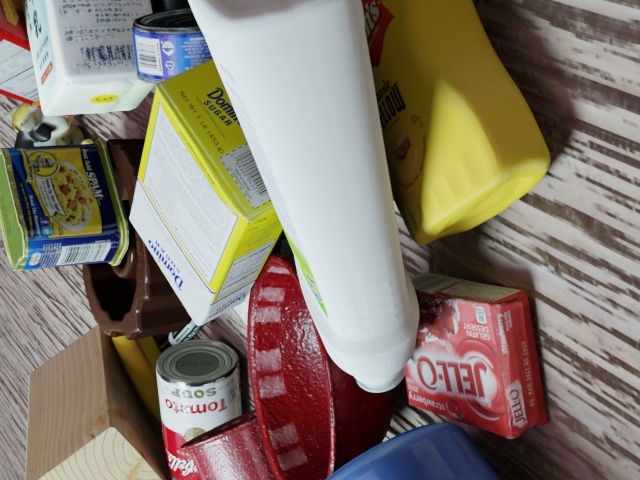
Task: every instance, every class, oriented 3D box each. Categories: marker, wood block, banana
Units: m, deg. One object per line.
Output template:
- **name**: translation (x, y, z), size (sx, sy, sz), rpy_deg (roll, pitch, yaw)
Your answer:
- **marker**: translation (-0.115, 0.075, 0.919), size (0.020, 0.020, 0.121), rpy_deg (66, 150, 12)
- **wood block**: translation (-0.199, 0.170, 0.951), size (0.090, 0.091, 0.206), rpy_deg (55, 180, -24)
- **banana**: translation (-0.159, 0.117, 0.981), size (0.198, 0.037, 0.069), rpy_deg (53, 168, 35)

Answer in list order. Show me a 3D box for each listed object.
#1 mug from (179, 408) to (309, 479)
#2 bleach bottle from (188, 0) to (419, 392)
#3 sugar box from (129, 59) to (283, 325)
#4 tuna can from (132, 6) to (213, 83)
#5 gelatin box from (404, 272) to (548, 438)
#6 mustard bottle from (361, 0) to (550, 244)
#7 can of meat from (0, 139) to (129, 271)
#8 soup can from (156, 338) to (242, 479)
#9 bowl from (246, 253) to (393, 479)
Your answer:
- **mug**: translation (-0.037, 0.165, 0.768), size (0.117, 0.093, 0.081), rpy_deg (-28, 85, 49)
- **bleach bottle**: translation (0.003, -0.023, 0.520), size (0.102, 0.068, 0.251), rpy_deg (-115, 6, -50)
- **sugar box**: translation (-0.068, -0.021, 0.641), size (0.093, 0.048, 0.176), rpy_deg (56, 158, 11)
- **tuna can**: translation (-0.070, -0.119, 0.643), size (0.086, 0.086, 0.034), rpy_deg (26, 126, 53)
- **gelatin box**: translation (0.077, 0.060, 0.572), size (0.089, 0.030, 0.073), rpy_deg (10, 113, 58)
- **mustard bottle**: translation (0.040, -0.100, 0.526), size (0.192, 0.058, 0.096), rpy_deg (67, 157, 12)
- **can of meat**: translation (-0.207, -0.027, 0.842), size (0.058, 0.083, 0.102), rpy_deg (-50, 53, 51)
- **soup can**: translation (-0.097, 0.140, 0.872), size (0.069, 0.068, 0.102), rpy_deg (33, 132, 49)
- **bowl**: translation (0.003, 0.085, 0.668), size (0.162, 0.055, 0.162), rpy_deg (174, 90, -71)
